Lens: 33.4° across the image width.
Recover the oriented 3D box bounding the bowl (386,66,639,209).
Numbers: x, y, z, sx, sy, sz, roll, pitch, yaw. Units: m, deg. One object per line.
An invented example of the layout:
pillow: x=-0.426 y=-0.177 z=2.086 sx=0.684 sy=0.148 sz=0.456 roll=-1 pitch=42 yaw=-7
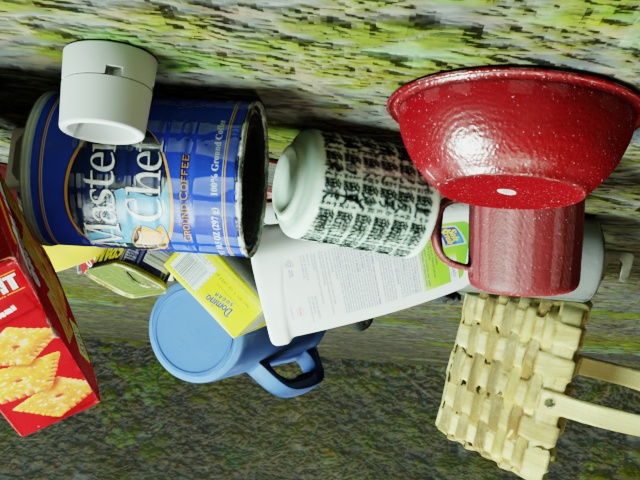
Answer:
bowl: x=0.120 y=-0.056 z=0.663 sx=0.162 sy=0.055 sz=0.162 roll=5 pitch=170 yaw=1

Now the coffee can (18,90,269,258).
coffee can: x=-0.111 y=-0.043 z=0.698 sx=0.140 sy=0.103 sz=0.103 roll=3 pitch=170 yaw=6

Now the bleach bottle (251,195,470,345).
bleach bottle: x=0.074 y=0.014 z=0.873 sx=0.251 sy=0.102 sz=0.068 roll=-11 pitch=-152 yaw=3

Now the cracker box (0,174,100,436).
cracker box: x=-0.224 y=0.014 z=0.716 sx=0.072 sy=0.164 sz=0.214 roll=-23 pitch=151 yaw=-11

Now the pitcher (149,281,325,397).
pitcher: x=-0.083 y=0.095 z=1.183 sx=0.149 sy=0.145 sz=0.242 roll=11 pitch=-174 yaw=18

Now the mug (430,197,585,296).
mug: x=0.137 y=-0.006 z=0.774 sx=0.117 sy=0.081 sz=0.093 roll=-1 pitch=-171 yaw=-9

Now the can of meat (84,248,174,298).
can of meat: x=-0.166 y=0.003 z=0.999 sx=0.057 sy=0.084 sz=0.102 roll=32 pitch=159 yaw=-25

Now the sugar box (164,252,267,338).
sugar box: x=-0.078 y=0.039 z=1.000 sx=0.093 sy=0.048 sz=0.176 roll=46 pitch=-176 yaw=7
